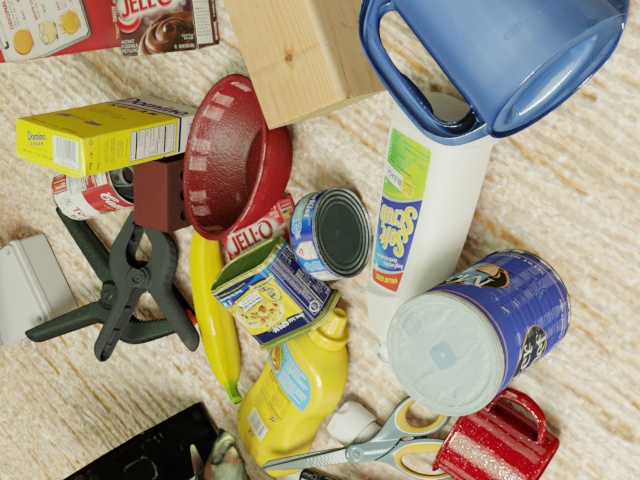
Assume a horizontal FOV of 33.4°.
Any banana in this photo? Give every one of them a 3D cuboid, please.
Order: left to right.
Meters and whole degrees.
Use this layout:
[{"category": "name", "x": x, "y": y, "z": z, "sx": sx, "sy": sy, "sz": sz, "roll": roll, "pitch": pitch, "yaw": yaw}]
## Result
[{"category": "banana", "x": -0.109, "y": 0.070, "z": 1.128, "sx": 0.070, "sy": 0.037, "sz": 0.198, "roll": 7, "pitch": 110, "yaw": 61}]

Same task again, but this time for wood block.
[{"category": "wood block", "x": -0.025, "y": -0.215, "z": 0.955, "sx": 0.091, "sy": 0.090, "sz": 0.206, "roll": -17, "pitch": 94, "yaw": 37}]

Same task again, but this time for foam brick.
[{"category": "foam brick", "x": -0.161, "y": -0.053, "z": 1.128, "sx": 0.051, "sy": 0.052, "sz": 0.078, "roll": 14, "pitch": 113, "yaw": 32}]

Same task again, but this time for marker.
[{"category": "marker", "x": 0.019, "y": 0.261, "z": 1.114, "sx": 0.121, "sy": 0.020, "sz": 0.020, "roll": 13, "pitch": 112, "yaw": 32}]

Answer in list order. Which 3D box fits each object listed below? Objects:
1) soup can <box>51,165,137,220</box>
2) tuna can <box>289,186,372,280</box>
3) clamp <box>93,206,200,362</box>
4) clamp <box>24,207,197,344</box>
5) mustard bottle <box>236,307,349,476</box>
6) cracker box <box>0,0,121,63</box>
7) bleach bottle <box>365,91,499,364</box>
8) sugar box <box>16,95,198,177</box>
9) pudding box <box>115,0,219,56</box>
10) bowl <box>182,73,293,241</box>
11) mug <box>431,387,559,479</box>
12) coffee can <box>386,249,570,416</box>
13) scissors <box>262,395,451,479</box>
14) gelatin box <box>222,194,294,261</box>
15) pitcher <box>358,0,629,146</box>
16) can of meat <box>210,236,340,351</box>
[{"category": "soup can", "x": -0.239, "y": -0.063, "z": 1.172, "sx": 0.102, "sy": 0.068, "sz": 0.068, "roll": -12, "pitch": 97, "yaw": 38}, {"category": "tuna can", "x": 0.010, "y": -0.006, "z": 0.997, "sx": 0.034, "sy": 0.085, "sz": 0.086, "roll": -9, "pitch": 99, "yaw": 40}, {"category": "clamp", "x": -0.181, "y": 0.049, "z": 1.154, "sx": 0.120, "sy": 0.039, "sz": 0.171, "roll": 2, "pitch": 81, "yaw": 11}, {"category": "clamp", "x": -0.239, "y": 0.070, "z": 1.211, "sx": 0.210, "sy": 0.036, "sz": 0.164, "roll": 24, "pitch": 98, "yaw": 19}, {"category": "mustard bottle", "x": -0.020, "y": 0.143, "z": 1.079, "sx": 0.096, "sy": 0.058, "sz": 0.192, "roll": 56, "pitch": 131, "yaw": 39}, {"category": "cracker box", "x": -0.291, "y": -0.262, "z": 1.055, "sx": 0.072, "sy": 0.213, "sz": 0.164, "roll": 3, "pitch": 106, "yaw": 36}, {"category": "bleach bottle", "x": 0.088, "y": 0.002, "z": 0.945, "sx": 0.103, "sy": 0.068, "sz": 0.251, "roll": 44, "pitch": 132, "yaw": 52}, {"category": "sugar box", "x": -0.204, "y": -0.108, "z": 1.064, "sx": 0.093, "sy": 0.175, "sz": 0.048, "roll": 19, "pitch": 116, "yaw": 30}, {"category": "pudding box", "x": -0.158, "y": -0.235, "z": 1.077, "sx": 0.114, "sy": 0.039, "sz": 0.090, "roll": 2, "pitch": 105, "yaw": 36}, {"category": "bowl", "x": -0.074, "y": -0.077, "z": 1.032, "sx": 0.162, "sy": 0.055, "sz": 0.162, "roll": -16, "pitch": 71, "yaw": 54}, {"category": "mug", "x": 0.161, "y": 0.179, "z": 0.941, "sx": 0.081, "sy": 0.093, "sz": 0.117, "roll": 33, "pitch": 126, "yaw": 18}, {"category": "coffee can", "x": 0.135, "y": 0.074, "z": 0.895, "sx": 0.103, "sy": 0.140, "sz": 0.103, "roll": 12, "pitch": 111, "yaw": 33}, {"category": "scissors", "x": 0.043, "y": 0.187, "z": 1.031, "sx": 0.202, "sy": 0.016, "sz": 0.096, "roll": 5, "pitch": 95, "yaw": 11}, {"category": "gelatin box", "x": -0.057, "y": 0.001, "z": 1.083, "sx": 0.089, "sy": 0.030, "sz": 0.073, "roll": -18, "pitch": 93, "yaw": 38}, {"category": "pitcher", "x": 0.105, "y": -0.201, "z": 0.836, "sx": 0.243, "sy": 0.149, "sz": 0.145, "roll": 52, "pitch": 141, "yaw": 16}, {"category": "can of meat", "x": -0.047, "y": 0.051, "z": 1.041, "sx": 0.102, "sy": 0.057, "sz": 0.084, "roll": -28, "pitch": 112, "yaw": 40}]
